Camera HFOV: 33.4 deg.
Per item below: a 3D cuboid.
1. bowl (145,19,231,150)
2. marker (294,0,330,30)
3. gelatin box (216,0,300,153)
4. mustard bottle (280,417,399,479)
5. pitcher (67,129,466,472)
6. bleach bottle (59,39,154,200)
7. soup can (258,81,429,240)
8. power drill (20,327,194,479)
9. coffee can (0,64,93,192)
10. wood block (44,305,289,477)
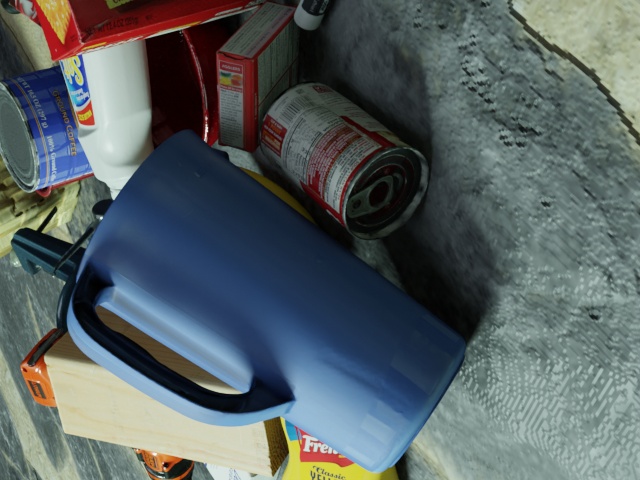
[{"bbox_3d":[-0.111,-0.141,0.866,0.162,0.055,0.162,37,138,43],"label":"bowl"},{"bbox_3d":[0.009,-0.179,0.679,0.020,0.020,0.121,59,149,16],"label":"marker"},{"bbox_3d":[-0.043,-0.115,0.740,0.030,0.089,0.073,15,130,14],"label":"gelatin box"},{"bbox_3d":[0.017,0.145,0.820,0.096,0.058,0.192,13,123,19],"label":"mustard bottle"},{"bbox_3d":[-0.035,0.051,0.703,0.243,0.149,0.145,34,-177,6],"label":"pitcher"},{"bbox_3d":[-0.171,-0.140,0.847,0.103,0.068,0.251,29,135,50],"label":"bleach bottle"},{"bbox_3d":[0.013,-0.055,0.704,0.102,0.068,0.068,42,141,39],"label":"soup can"},{"bbox_3d":[-0.209,0.179,1.087,0.188,0.057,0.184,28,148,15],"label":"power drill"},{"bbox_3d":[-0.214,-0.112,0.968,0.103,0.140,0.103,37,138,43],"label":"coffee can"},{"bbox_3d":[-0.120,0.124,0.921,0.206,0.090,0.090,7,122,23],"label":"wood block"}]
